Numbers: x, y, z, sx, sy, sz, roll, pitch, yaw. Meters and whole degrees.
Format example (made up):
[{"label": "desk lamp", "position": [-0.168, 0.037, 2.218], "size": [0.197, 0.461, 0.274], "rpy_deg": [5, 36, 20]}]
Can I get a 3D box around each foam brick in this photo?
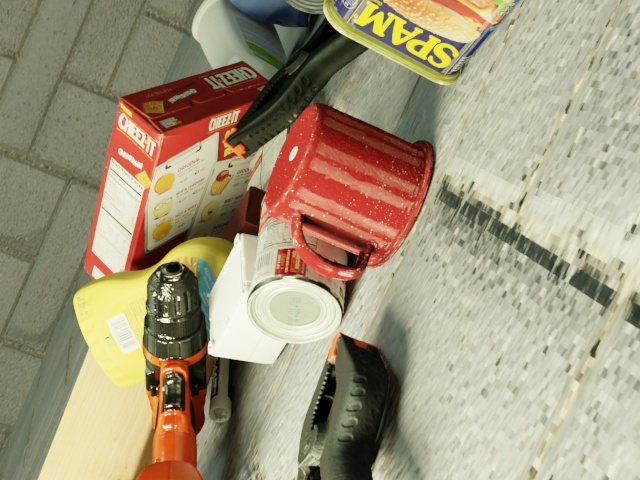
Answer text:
[{"label": "foam brick", "position": [-0.056, 0.001, 0.940], "size": [0.078, 0.053, 0.051], "rpy_deg": [-55, 19, 37]}]

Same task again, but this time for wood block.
[{"label": "wood block", "position": [-0.169, 0.144, 0.992], "size": [0.090, 0.091, 0.206], "rpy_deg": [51, -124, -66]}]

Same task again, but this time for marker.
[{"label": "marker", "position": [-0.086, 0.114, 0.943], "size": [0.020, 0.020, 0.121], "rpy_deg": [-59, 17, 27]}]

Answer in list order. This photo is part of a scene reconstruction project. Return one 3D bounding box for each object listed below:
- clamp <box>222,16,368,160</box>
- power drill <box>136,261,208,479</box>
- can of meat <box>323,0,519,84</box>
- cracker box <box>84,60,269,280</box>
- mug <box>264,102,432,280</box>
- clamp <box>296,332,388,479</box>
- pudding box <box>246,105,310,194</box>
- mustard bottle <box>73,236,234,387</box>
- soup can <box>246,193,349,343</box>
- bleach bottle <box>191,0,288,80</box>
[{"label": "clamp", "position": [-0.006, -0.152, 0.943], "size": [0.210, 0.036, 0.164], "rpy_deg": [-48, 19, 6]}, {"label": "power drill", "position": [-0.110, 0.134, 0.807], "size": [0.187, 0.057, 0.184], "rpy_deg": [-95, 5, -50]}, {"label": "can of meat", "position": [0.067, -0.157, 0.662], "size": [0.084, 0.102, 0.057], "rpy_deg": [-48, 23, 45]}, {"label": "cracker box", "position": [-0.138, -0.058, 1.050], "size": [0.163, 0.072, 0.214], "rpy_deg": [-27, -32, -44]}, {"label": "mug", "position": [0.013, -0.029, 0.694], "size": [0.093, 0.081, 0.117], "rpy_deg": [-43, 28, 57]}, {"label": "clamp", "position": [0.003, 0.129, 0.588], "size": [0.120, 0.039, 0.171], "rpy_deg": [-51, 16, 34]}, {"label": "pudding box", "position": [-0.035, -0.066, 0.993], "size": [0.090, 0.039, 0.113], "rpy_deg": [-54, 22, 35]}, {"label": "mustard bottle", "position": [-0.107, 0.050, 0.904], "size": [0.192, 0.096, 0.058], "rpy_deg": [-22, 8, 16]}, {"label": "soup can", "position": [-0.014, 0.013, 0.752], "size": [0.069, 0.068, 0.102], "rpy_deg": [-54, 20, 41]}, {"label": "bleach bottle", "position": [-0.080, -0.193, 1.175], "size": [0.068, 0.102, 0.251], "rpy_deg": [-56, 25, 20]}]
